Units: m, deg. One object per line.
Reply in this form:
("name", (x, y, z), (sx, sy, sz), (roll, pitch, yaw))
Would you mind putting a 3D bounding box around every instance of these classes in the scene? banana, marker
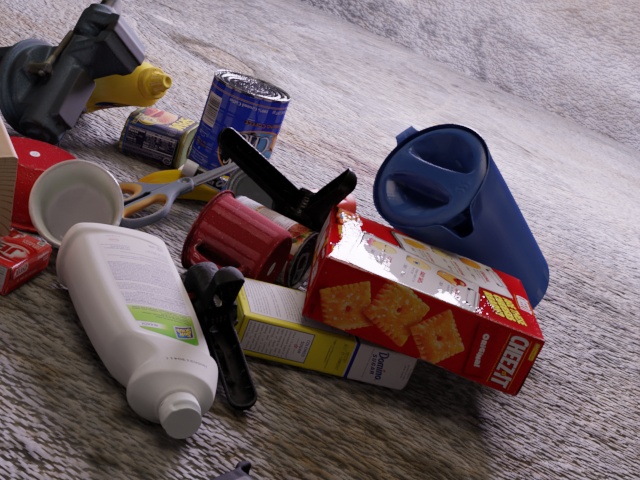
("banana", (-0.126, -0.057, 1.293), (0.197, 0.037, 0.070), (14, 20, -18))
("marker", (-0.108, -0.061, 1.269), (0.121, 0.020, 0.020), (27, 18, -11))

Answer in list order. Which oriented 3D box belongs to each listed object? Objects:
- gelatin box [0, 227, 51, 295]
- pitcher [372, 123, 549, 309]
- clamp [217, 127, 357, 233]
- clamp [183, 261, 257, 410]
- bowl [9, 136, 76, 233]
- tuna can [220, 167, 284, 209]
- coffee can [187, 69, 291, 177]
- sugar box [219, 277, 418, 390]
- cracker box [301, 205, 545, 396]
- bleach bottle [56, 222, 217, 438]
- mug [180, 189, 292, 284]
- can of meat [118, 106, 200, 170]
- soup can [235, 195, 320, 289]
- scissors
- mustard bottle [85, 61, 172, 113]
("gelatin box", (-0.296, 0.009, 0.948), (0.089, 0.030, 0.073), (22, 20, 8))
("pitcher", (0.164, -0.016, 1.195), (0.145, 0.149, 0.242), (4, -29, 36))
("clamp", (-0.011, -0.036, 1.157), (0.165, 0.036, 0.210), (19, -25, 31))
("clamp", (-0.088, 0.074, 0.919), (0.039, 0.120, 0.172), (-4, 6, -15))
("bowl", (-0.301, -0.065, 1.110), (0.162, 0.055, 0.162), (18, 19, -6))
("tuna can", (-0.075, -0.045, 1.244), (0.086, 0.086, 0.034), (8, -23, -20))
("coffee can", (-0.107, -0.133, 1.361), (0.102, 0.140, 0.103), (18, 19, -7))
("sugar box", (-0.003, 0.087, 1.011), (0.176, 0.048, 0.093), (18, 18, -18))
("cracker box", (0.094, 0.055, 1.027), (0.213, 0.072, 0.164), (22, 18, -4))
("bleach bottle", (-0.149, 0.074, 0.876), (0.102, 0.068, 0.251), (10, 24, -26))
("mug", (-0.086, 0.011, 1.071), (0.081, 0.093, 0.117), (30, 22, 14))
("can of meat", (-0.208, -0.135, 1.397), (0.084, 0.057, 0.102), (18, 18, 3))
("soup can", (-0.058, 0.001, 1.156), (0.102, 0.068, 0.068), (27, 20, 20))
("scissors", (-0.175, -0.065, 1.216), (0.096, 0.016, 0.201), (18, 34, 23))
("mustard bottle", (-0.264, -0.199, 1.390), (0.192, 0.058, 0.096), (0, 7, 40))
